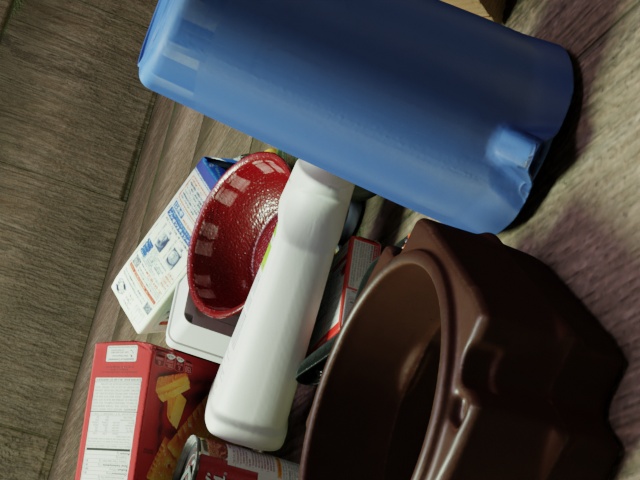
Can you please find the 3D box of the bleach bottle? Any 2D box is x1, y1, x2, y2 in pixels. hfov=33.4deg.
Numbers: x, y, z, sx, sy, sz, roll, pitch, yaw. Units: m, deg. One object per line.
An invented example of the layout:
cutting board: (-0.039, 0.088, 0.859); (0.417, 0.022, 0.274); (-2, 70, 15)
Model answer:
bleach bottle: (-0.025, 0.034, 0.856); (0.102, 0.068, 0.251); (-106, 34, -76)

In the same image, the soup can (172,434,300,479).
soup can: (-0.062, 0.199, 0.841); (0.068, 0.102, 0.068); (-162, 90, -75)

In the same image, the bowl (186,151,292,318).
bowl: (-0.057, 0.001, 0.995); (0.162, 0.055, 0.162); (-27, 53, 41)

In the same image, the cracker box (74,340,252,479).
cracker box: (-0.129, 0.206, 0.912); (0.072, 0.164, 0.213); (-5, 70, 30)

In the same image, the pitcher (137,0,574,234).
pitcher: (0.017, -0.103, 0.659); (0.149, 0.242, 0.145); (133, 154, -54)

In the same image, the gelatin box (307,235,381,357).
gelatin box: (0.020, 0.051, 0.871); (0.073, 0.030, 0.089); (130, 154, -55)
